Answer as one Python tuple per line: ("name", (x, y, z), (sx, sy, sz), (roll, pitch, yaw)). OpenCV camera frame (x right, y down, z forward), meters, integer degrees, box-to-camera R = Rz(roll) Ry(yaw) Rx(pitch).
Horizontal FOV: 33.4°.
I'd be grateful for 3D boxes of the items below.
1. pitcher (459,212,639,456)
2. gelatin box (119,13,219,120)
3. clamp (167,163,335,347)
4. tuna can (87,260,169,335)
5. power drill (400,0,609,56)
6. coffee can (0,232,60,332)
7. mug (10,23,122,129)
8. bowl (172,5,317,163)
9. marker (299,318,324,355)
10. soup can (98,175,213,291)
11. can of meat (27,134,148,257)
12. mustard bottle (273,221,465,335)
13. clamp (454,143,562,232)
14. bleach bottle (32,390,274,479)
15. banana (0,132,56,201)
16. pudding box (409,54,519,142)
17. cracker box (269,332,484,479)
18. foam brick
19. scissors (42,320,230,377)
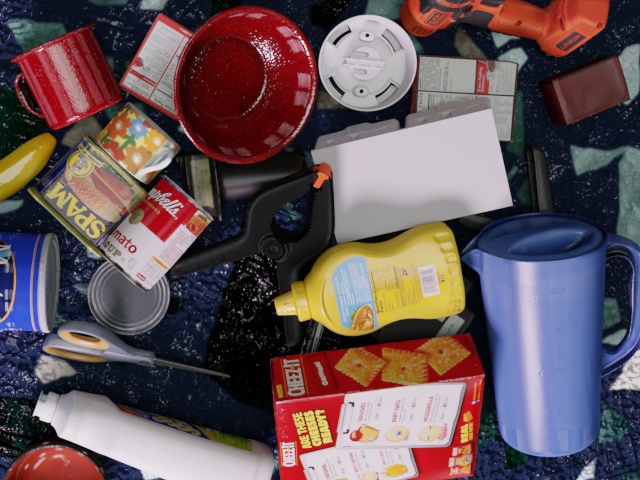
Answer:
("pitcher", (0.247, 0.100, 1.123), (0.144, 0.149, 0.243), (-22, 115, -31))
("gelatin box", (-0.159, -0.181, 1.120), (0.073, 0.030, 0.089), (30, 92, -9))
("clamp", (-0.057, 0.001, 1.118), (0.164, 0.036, 0.210), (24, 117, -6))
("tuna can", (-0.204, 0.056, 1.140), (0.086, 0.034, 0.086), (-1, 97, -6))
("power drill", (0.191, -0.245, 1.081), (0.187, 0.185, 0.057), (9, 80, -14))
("coffee can", (-0.344, 0.040, 1.090), (0.140, 0.103, 0.103), (2, 96, -6))
("mug", (-0.264, -0.161, 1.089), (0.117, 0.093, 0.081), (-17, 105, 27))
("bowl", (-0.085, -0.163, 1.100), (0.161, 0.055, 0.162), (-10, 112, -26))
("marker", (-0.013, 0.125, 1.174), (0.020, 0.020, 0.121), (14, 95, -7))
("soup can", (-0.168, -0.007, 1.087), (0.068, 0.068, 0.102), (43, 85, -9))
("can of meat", (-0.238, -0.048, 1.115), (0.102, 0.057, 0.084), (45, 88, -9))
("mustard bottle", (0.047, 0.047, 1.094), (0.191, 0.058, 0.096), (-13, 108, -4))
("clamp", (0.243, -0.019, 1.173), (0.171, 0.039, 0.120), (40, 100, -14))
("bleach bottle", (-0.178, 0.213, 1.125), (0.250, 0.102, 0.068), (20, 89, -9))
("banana", (-0.369, -0.062, 1.109), (0.197, 0.037, 0.069), (-10, 99, -4))
("pudding box", (0.153, -0.152, 1.150), (0.113, 0.039, 0.090), (3, 99, -3))
("cracker box", (0.058, 0.187, 1.130), (0.213, 0.072, 0.164), (-6, 130, -5))
("foam brick", (0.285, -0.162, 1.155), (0.078, 0.053, 0.051), (-22, 98, -2))
("scissors", (-0.193, 0.116, 1.128), (0.201, 0.096, 0.016), (7, 62, -4))
